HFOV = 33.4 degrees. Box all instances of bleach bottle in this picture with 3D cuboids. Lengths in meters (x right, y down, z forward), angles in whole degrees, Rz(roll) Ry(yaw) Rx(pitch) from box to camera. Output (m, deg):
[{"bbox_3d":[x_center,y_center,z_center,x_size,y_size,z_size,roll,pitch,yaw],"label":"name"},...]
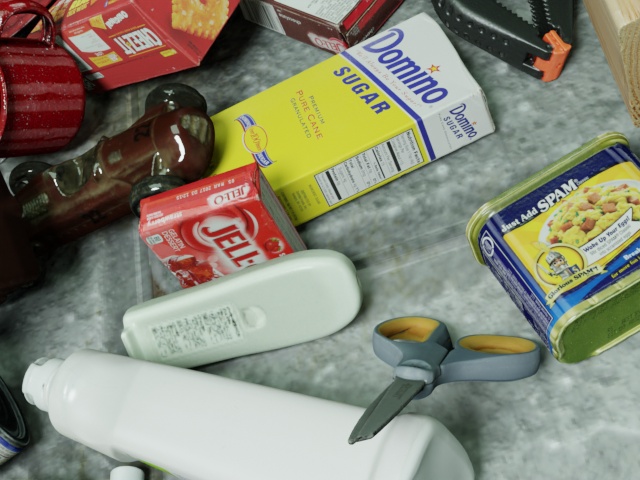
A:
[{"bbox_3d":[-0.054,0.099,0.543,0.251,0.102,0.068,12,70,28],"label":"bleach bottle"}]

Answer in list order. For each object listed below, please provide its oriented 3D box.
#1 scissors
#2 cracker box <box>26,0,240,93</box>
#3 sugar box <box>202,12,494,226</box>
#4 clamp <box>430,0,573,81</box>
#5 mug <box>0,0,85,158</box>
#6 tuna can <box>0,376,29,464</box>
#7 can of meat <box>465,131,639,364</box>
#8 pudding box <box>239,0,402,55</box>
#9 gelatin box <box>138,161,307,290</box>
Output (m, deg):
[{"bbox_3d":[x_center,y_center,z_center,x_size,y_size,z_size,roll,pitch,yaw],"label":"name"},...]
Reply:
[{"bbox_3d":[0.063,0.064,0.495,0.096,0.201,0.016,4,99,2],"label":"scissors"},{"bbox_3d":[-0.100,-0.212,0.775,0.164,0.072,0.213,-2,52,51],"label":"cracker box"},{"bbox_3d":[0.010,-0.070,0.673,0.176,0.048,0.093,-28,47,4],"label":"sugar box"},{"bbox_3d":[0.111,-0.193,0.708,0.164,0.036,0.210,-26,63,-19],"label":"clamp"},{"bbox_3d":[-0.213,-0.108,0.726,0.093,0.081,0.117,30,112,26],"label":"mug"},{"bbox_3d":[-0.207,0.094,0.622,0.033,0.086,0.086,-34,50,-5],"label":"tuna can"},{"bbox_3d":[0.142,0.005,0.558,0.102,0.057,0.084,-31,52,-1],"label":"can of meat"},{"bbox_3d":[0.004,-0.186,0.765,0.114,0.039,0.090,29,71,34],"label":"pudding box"},{"bbox_3d":[-0.054,0.001,0.622,0.073,0.089,0.030,-16,51,11],"label":"gelatin box"}]
